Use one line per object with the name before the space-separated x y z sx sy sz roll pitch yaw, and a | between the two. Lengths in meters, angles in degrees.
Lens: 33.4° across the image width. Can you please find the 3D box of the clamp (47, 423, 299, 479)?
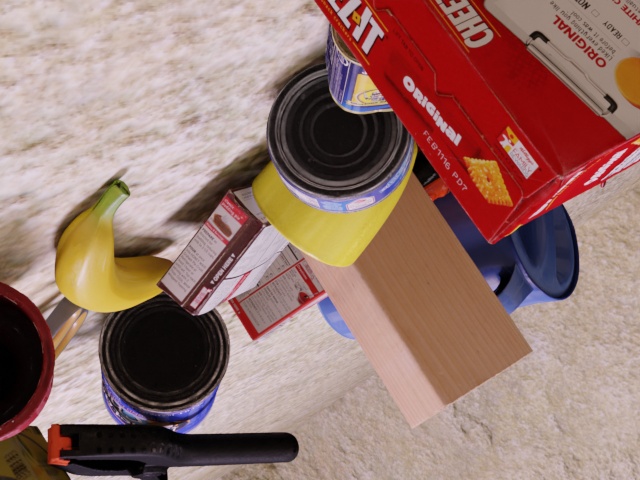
clamp | -0.128 0.171 0.861 0.165 0.036 0.209 -18 156 25

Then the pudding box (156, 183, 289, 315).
pudding box | -0.055 0.001 0.758 0.090 0.039 0.113 -52 172 20

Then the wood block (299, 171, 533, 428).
wood block | 0.064 0.034 0.854 0.090 0.206 0.090 -29 168 -20

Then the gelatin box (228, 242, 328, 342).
gelatin box | -0.038 0.033 0.915 0.089 0.073 0.030 -34 169 2

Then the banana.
banana | -0.132 0.018 0.687 0.069 0.037 0.198 -31 169 -8

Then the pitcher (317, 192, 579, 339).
pitcher | 0.109 0.026 1.013 0.243 0.145 0.149 -20 166 36

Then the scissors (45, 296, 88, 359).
scissors | -0.222 0.116 0.752 0.202 0.016 0.096 -53 180 14

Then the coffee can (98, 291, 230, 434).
coffee can | -0.132 0.106 0.890 0.102 0.103 0.140 -29 168 -18

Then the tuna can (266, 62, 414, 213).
tuna can | 0.012 -0.061 0.624 0.086 0.086 0.033 -33 167 -1

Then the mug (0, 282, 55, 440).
mug | -0.209 0.074 0.613 0.117 0.093 0.081 1 166 -9

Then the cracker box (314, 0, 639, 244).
cracker box | 0.116 -0.116 0.477 0.213 0.164 0.072 -27 165 -28
